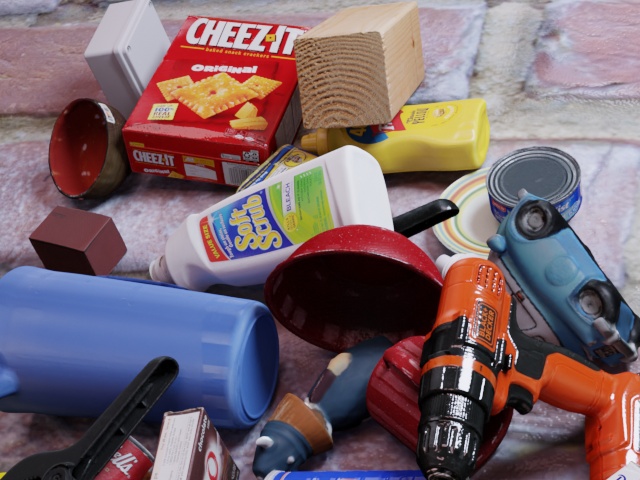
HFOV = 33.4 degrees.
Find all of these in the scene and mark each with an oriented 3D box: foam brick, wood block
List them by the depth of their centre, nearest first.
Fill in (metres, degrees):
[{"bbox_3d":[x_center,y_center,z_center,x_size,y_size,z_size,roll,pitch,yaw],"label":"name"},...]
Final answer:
[{"bbox_3d":[0.046,-0.185,1.105,0.090,0.091,0.206,-3,19,16],"label":"wood block"},{"bbox_3d":[-0.250,0.004,1.106,0.078,0.051,0.053,12,50,29],"label":"foam brick"}]

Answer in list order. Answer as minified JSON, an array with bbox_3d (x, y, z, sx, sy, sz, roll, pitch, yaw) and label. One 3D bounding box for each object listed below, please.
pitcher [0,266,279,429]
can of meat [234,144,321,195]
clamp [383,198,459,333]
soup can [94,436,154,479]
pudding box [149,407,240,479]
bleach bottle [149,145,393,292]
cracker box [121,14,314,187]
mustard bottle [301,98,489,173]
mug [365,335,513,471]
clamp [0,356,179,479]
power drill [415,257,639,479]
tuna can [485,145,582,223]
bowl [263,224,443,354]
[{"bbox_3d":[-0.161,0.091,0.937,0.243,0.145,0.149,4,73,18],"label":"pitcher"},{"bbox_3d":[-0.026,-0.045,1.071,0.084,0.057,0.102,24,58,39],"label":"can of meat"},{"bbox_3d":[0.047,0.021,0.975,0.172,0.039,0.120,2,78,42],"label":"clamp"},{"bbox_3d":[-0.186,0.207,0.863,0.069,0.068,0.102,18,55,33],"label":"soup can"},{"bbox_3d":[-0.099,0.201,0.821,0.039,0.090,0.113,-9,43,12],"label":"pudding box"},{"bbox_3d":[-0.056,0.001,0.985,0.251,0.068,0.102,-21,65,30],"label":"bleach bottle"},{"bbox_3d":[-0.103,-0.159,1.186,0.164,0.072,0.213,9,49,13],"label":"cracker box"},{"bbox_3d":[0.073,-0.104,1.093,0.192,0.058,0.096,-2,35,19],"label":"mustard bottle"},{"bbox_3d":[0.084,0.120,0.823,0.093,0.117,0.082,-50,44,-7],"label":"mug"},{"bbox_3d":[-0.181,0.190,0.787,0.210,0.036,0.165,-32,38,3],"label":"clamp"},{"bbox_3d":[0.153,0.120,0.754,0.057,0.187,0.184,-41,24,46],"label":"power drill"},{"bbox_3d":[0.196,-0.047,0.977,0.086,0.034,0.086,-10,42,9],"label":"tuna can"},{"bbox_3d":[0.037,0.035,0.884,0.162,0.162,0.055,-1,53,19],"label":"bowl"}]
